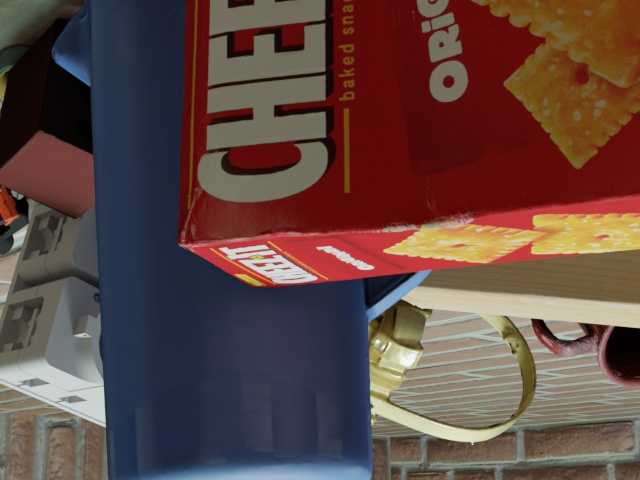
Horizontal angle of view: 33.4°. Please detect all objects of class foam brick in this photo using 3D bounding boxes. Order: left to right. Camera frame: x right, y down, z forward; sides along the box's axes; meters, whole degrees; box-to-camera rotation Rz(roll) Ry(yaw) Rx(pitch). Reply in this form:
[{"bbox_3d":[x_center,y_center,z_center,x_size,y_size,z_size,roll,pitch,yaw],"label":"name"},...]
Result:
[{"bbox_3d":[-0.130,-0.062,0.549,0.052,0.078,0.051,26,137,-36],"label":"foam brick"}]

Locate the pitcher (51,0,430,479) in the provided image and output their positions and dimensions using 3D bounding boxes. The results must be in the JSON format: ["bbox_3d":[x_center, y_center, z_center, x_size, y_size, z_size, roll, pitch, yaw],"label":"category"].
[{"bbox_3d":[-0.028,-0.007,0.473,0.144,0.243,0.149,14,153,-40],"label":"pitcher"}]

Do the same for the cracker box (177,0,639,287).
[{"bbox_3d":[0.061,-0.078,0.358,0.214,0.164,0.072,-6,163,20],"label":"cracker box"}]

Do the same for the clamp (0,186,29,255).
[{"bbox_3d":[-0.272,-0.005,0.857,0.172,0.039,0.120,-25,-173,42],"label":"clamp"}]
